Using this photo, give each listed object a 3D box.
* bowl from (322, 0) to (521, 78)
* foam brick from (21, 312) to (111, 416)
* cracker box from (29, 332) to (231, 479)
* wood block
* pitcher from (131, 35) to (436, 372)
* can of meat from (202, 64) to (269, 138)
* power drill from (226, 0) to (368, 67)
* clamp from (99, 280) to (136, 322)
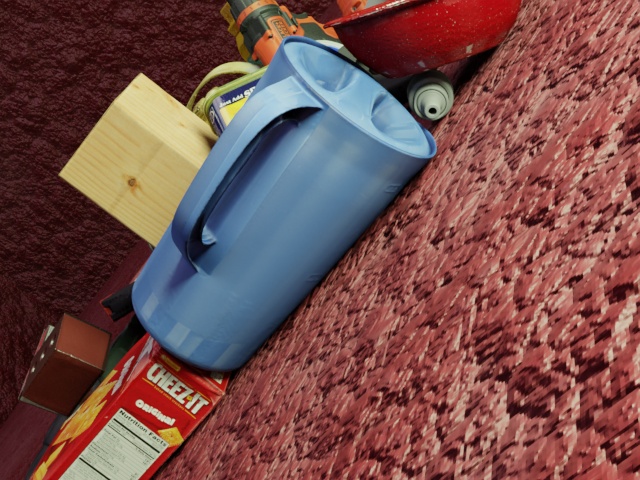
[{"bbox_3d":[0.086,-0.162,0.800,0.162,0.055,0.162,-18,12,4],"label":"bowl"},{"bbox_3d":[-0.239,0.117,1.008,0.078,0.051,0.053,-50,25,31],"label":"foam brick"},{"bbox_3d":[-0.157,0.144,0.911,0.214,0.072,0.164,-49,10,19],"label":"cracker box"},{"bbox_3d":[-0.108,-0.038,0.927,0.091,0.206,0.090,-48,11,21],"label":"wood block"},{"bbox_3d":[-0.042,-0.019,0.781,0.243,0.149,0.145,-52,23,22],"label":"pitcher"},{"bbox_3d":[-0.035,-0.094,0.875,0.102,0.057,0.084,-25,50,-2],"label":"can of meat"},{"bbox_3d":[-0.012,-0.258,1.244,0.187,0.184,0.057,-19,-18,-34],"label":"power drill"},{"bbox_3d":[-0.153,0.032,1.108,0.172,0.039,0.120,-27,0,31],"label":"clamp"}]
